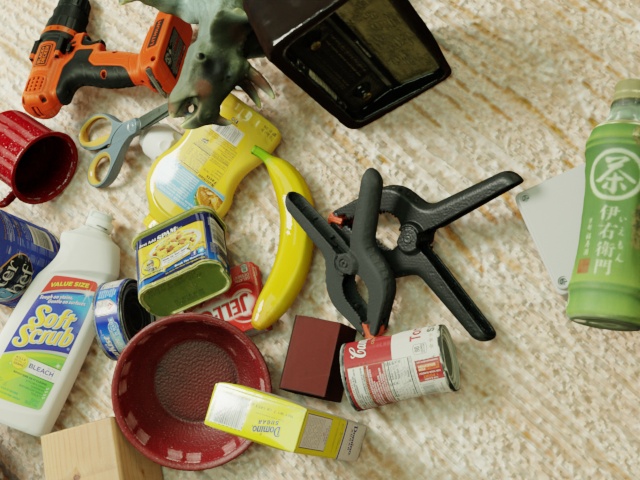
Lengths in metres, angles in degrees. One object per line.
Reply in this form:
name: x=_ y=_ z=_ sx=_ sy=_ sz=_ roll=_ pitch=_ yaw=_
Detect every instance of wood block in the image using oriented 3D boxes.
wood block: x=-0.212 y=0.293 z=1.086 sx=0.091 sy=0.090 sz=0.206 roll=-18 pitch=71 yaw=17

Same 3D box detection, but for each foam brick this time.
foam brick: x=-0.003 y=0.119 z=1.073 sx=0.051 sy=0.053 sz=0.078 roll=9 pitch=79 yaw=23

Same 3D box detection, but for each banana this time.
banana: x=-0.039 y=-0.002 z=1.119 sx=0.069 sy=0.037 sz=0.198 roll=0 pitch=74 yaw=-6

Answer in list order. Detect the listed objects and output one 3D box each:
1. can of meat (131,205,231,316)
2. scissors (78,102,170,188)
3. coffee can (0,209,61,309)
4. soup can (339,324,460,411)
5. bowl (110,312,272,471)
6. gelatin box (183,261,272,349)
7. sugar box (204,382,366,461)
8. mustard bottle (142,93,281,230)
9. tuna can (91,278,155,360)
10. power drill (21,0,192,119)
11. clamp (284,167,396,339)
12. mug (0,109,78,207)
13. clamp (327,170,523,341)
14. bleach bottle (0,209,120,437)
can of meat: x=-0.145 y=0.023 z=1.121 sx=0.102 sy=0.057 sz=0.084 roll=-25 pitch=43 yaw=11
scissors: x=-0.211 y=-0.107 z=1.193 sx=0.202 sy=0.016 sz=0.096 roll=2 pitch=89 yaw=45
coffee can: x=-0.368 y=0.015 z=1.190 sx=0.103 sy=0.140 sz=0.103 roll=-5 pitch=74 yaw=19
soup can: x=0.077 y=0.123 z=1.033 sx=0.102 sy=0.068 sz=0.068 roll=-14 pitch=72 yaw=16
bowl: x=-0.129 y=0.150 z=1.091 sx=0.162 sy=0.055 sz=0.162 roll=0 pitch=95 yaw=-1
gelatin box: x=-0.101 y=0.071 z=1.135 sx=0.089 sy=0.030 sz=0.073 roll=-19 pitch=70 yaw=16
sugar box: x=-0.028 y=0.173 z=1.000 sx=0.093 sy=0.176 sz=0.048 roll=14 pitch=79 yaw=24
mustard bottle: x=-0.134 y=-0.068 z=1.166 sx=0.096 sy=0.058 sz=0.191 roll=37 pitch=92 yaw=1
tuna can: x=-0.209 y=0.084 z=1.142 sx=0.034 sy=0.086 sz=0.086 roll=-11 pitch=72 yaw=15
power drill: x=-0.246 y=-0.226 z=1.240 sx=0.188 sy=0.057 sz=0.184 roll=-3 pitch=59 yaw=21
clamp: x=0.024 y=0.015 z=1.072 sx=0.120 sy=0.039 sz=0.171 roll=-2 pitch=100 yaw=45
mug: x=-0.351 y=-0.091 z=1.240 sx=0.082 sy=0.093 sz=0.117 roll=32 pitch=84 yaw=29
clamp: x=0.102 y=-0.011 z=1.057 sx=0.210 sy=0.036 sz=0.165 roll=23 pitch=104 yaw=33
bleach bottle: x=-0.296 y=0.083 z=1.179 sx=0.102 sy=0.068 sz=0.251 roll=22 pitch=82 yaw=-4
